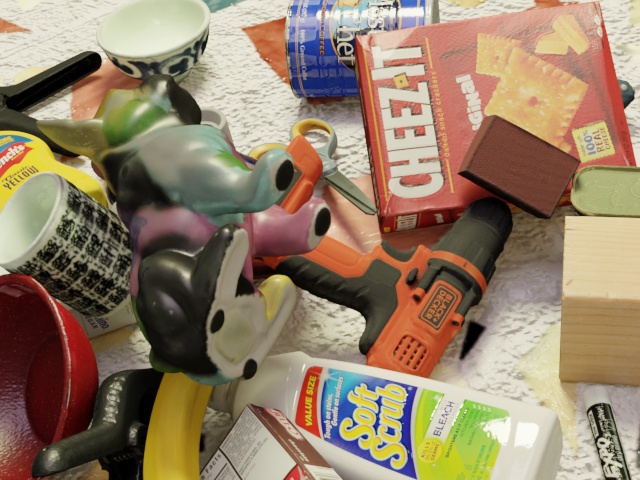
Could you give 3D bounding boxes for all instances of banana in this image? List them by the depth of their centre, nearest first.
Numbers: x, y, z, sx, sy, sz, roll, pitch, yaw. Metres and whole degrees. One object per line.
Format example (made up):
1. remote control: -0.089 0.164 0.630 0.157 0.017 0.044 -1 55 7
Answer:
1. banana: -0.089 0.119 0.721 0.037 0.070 0.197 32 44 -21

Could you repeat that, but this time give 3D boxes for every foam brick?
1. foam brick: 0.153 -0.057 0.831 0.078 0.053 0.051 29 93 1

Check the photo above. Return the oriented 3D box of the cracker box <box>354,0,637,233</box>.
1. cracker box: 0.144 -0.105 0.905 0.213 0.072 0.164 -8 77 1

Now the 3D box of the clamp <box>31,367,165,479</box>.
1. clamp: -0.133 0.153 0.731 0.039 0.120 0.171 -7 21 18

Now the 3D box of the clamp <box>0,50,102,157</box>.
1. clamp: -0.328 -0.139 1.111 0.210 0.036 0.164 -3 43 8

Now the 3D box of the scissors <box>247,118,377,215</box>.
1. scissors: -0.013 -0.058 0.955 0.096 0.016 0.202 -18 31 1

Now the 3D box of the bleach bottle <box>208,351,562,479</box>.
1. bleach bottle: 0.030 0.136 0.728 0.251 0.068 0.102 10 56 26

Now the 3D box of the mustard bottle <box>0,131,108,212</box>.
1. mustard bottle: -0.287 -0.055 0.997 0.096 0.058 0.192 -39 49 -21

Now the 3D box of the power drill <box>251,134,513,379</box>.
1. power drill: 0.039 0.001 0.813 0.187 0.057 0.184 33 63 4

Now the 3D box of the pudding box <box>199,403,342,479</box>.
1. pudding box: -0.032 0.173 0.684 0.090 0.039 0.114 -56 47 9

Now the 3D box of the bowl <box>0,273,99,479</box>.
1. bowl: -0.210 0.106 0.773 0.055 0.162 0.162 12 19 -49

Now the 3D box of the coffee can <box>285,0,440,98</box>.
1. coffee can: 0.044 -0.192 1.050 0.140 0.103 0.102 1 43 11
